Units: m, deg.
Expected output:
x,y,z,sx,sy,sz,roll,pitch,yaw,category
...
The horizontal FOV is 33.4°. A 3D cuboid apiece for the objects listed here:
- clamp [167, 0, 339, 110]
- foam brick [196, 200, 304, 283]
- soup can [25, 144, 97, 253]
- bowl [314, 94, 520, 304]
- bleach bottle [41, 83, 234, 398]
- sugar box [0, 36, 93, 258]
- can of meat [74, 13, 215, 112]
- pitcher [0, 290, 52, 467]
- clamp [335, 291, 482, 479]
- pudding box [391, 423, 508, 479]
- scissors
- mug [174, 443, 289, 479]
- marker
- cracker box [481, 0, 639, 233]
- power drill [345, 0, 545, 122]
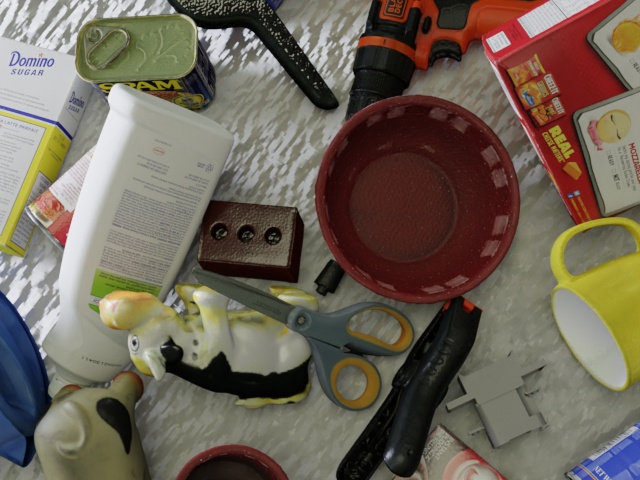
x,y,z,sx,sy,sz,roll,pitch,yaw,category
-0.057,-0.203,0.889,0.210,0.036,0.164,9,89,-10,clamp
-0.056,0.001,0.863,0.078,0.051,0.053,4,75,9,foam brick
-0.182,-0.036,0.882,0.102,0.068,0.068,-43,74,-6,soup can
0.072,-0.030,0.839,0.162,0.055,0.162,1,84,-8,bowl
-0.160,0.012,0.834,0.102,0.068,0.251,20,101,-29,bleach bottle
-0.269,-0.082,0.919,0.093,0.048,0.176,17,74,12,sugar box
-0.144,-0.145,0.897,0.102,0.084,0.057,-2,75,7,can of meat
-0.348,0.124,0.832,0.243,0.145,0.149,-23,41,4,pitcher
0.074,0.110,0.785,0.039,0.120,0.171,34,74,-11,clamp
0.088,0.208,0.794,0.090,0.039,0.113,39,83,15,pudding box
-0.015,0.078,0.794,0.201,0.016,0.096,9,97,-33,scissors
-0.059,0.203,0.787,0.117,0.082,0.093,8,71,-11,mug
0.031,-0.008,0.870,0.020,0.020,0.121,29,80,14,marker
0.249,-0.127,0.783,0.214,0.072,0.164,-28,117,12,cracker box
0.123,-0.153,0.878,0.188,0.057,0.184,13,80,10,power drill
